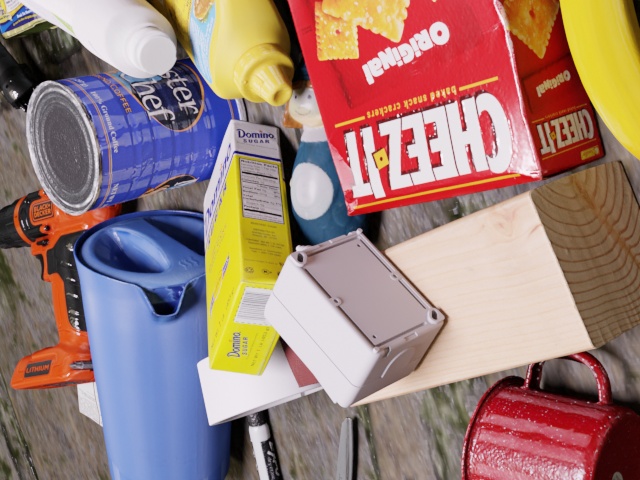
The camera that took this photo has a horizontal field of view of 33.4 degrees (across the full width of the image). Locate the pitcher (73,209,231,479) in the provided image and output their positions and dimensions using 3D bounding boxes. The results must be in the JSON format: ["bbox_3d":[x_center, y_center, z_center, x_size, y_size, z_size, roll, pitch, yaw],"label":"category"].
[{"bbox_3d":[-0.136,0.099,0.926,0.145,0.149,0.243,17,121,27],"label":"pitcher"}]

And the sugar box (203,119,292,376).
[{"bbox_3d":[-0.055,0.001,0.781,0.176,0.048,0.093,-102,27,-46],"label":"sugar box"}]

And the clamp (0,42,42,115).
[{"bbox_3d":[-0.283,-0.147,0.996,0.210,0.036,0.164,48,173,27],"label":"clamp"}]

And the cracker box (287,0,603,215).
[{"bbox_3d":[0.060,-0.132,0.645,0.164,0.071,0.214,-10,98,50],"label":"cracker box"}]

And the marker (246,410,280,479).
[{"bbox_3d":[-0.048,0.191,0.932,0.020,0.020,0.121,-1,103,49],"label":"marker"}]

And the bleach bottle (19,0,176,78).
[{"bbox_3d":[-0.173,-0.179,0.831,0.068,0.102,0.251,-54,44,3],"label":"bleach bottle"}]

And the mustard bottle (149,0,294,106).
[{"bbox_3d":[-0.070,-0.157,0.760,0.192,0.058,0.096,55,149,37],"label":"mustard bottle"}]

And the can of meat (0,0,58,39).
[{"bbox_3d":[-0.267,-0.237,0.985,0.102,0.057,0.084,-4,104,50],"label":"can of meat"}]

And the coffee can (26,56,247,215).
[{"bbox_3d":[-0.143,-0.085,0.838,0.103,0.140,0.103,21,119,43],"label":"coffee can"}]

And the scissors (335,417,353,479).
[{"bbox_3d":[0.004,0.232,0.891,0.096,0.016,0.202,7,109,47],"label":"scissors"}]

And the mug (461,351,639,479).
[{"bbox_3d":[0.146,0.122,0.642,0.082,0.093,0.117,6,87,42],"label":"mug"}]

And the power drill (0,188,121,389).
[{"bbox_3d":[-0.255,0.044,1.003,0.185,0.057,0.187,-12,79,42],"label":"power drill"}]

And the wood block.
[{"bbox_3d":[0.094,0.032,0.656,0.207,0.090,0.091,-25,86,49],"label":"wood block"}]
